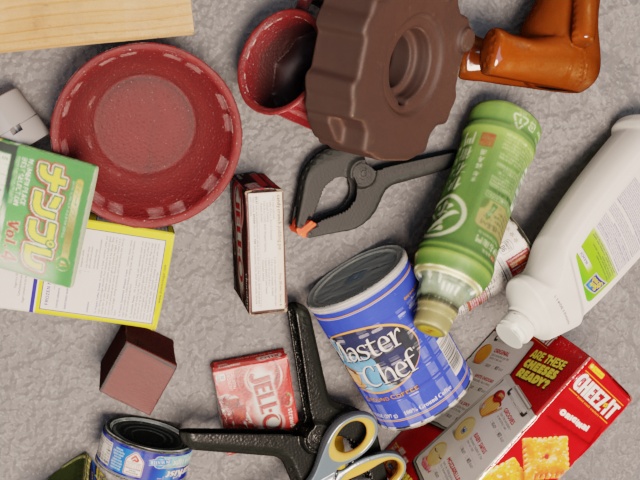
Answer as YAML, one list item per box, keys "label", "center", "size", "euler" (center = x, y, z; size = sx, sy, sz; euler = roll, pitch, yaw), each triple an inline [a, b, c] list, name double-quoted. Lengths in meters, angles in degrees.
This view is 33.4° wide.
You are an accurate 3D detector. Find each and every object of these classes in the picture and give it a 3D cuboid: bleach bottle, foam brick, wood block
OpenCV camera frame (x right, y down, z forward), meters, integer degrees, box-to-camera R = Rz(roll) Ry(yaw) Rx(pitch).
- label: "bleach bottle"
  center: [0.244, -0.002, 0.981]
  size: [0.250, 0.068, 0.102]
  euler: [-44, 114, -22]
- label: "foam brick"
  center: [-0.165, 0.112, 0.962]
  size: [0.053, 0.078, 0.051]
  euler: [28, 96, -14]
- label: "wood block"
  center: [-0.214, -0.205, 0.878]
  size: [0.206, 0.091, 0.090]
  euler: [-8, 103, -10]

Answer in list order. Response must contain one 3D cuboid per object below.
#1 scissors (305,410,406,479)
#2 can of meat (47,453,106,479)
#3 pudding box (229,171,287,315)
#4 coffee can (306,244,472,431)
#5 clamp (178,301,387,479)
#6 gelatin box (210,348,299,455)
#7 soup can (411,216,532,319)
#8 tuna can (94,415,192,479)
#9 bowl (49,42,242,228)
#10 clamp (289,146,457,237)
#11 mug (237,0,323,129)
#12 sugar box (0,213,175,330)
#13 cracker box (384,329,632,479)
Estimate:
- label: "scissors"
  center: [-0.018, 0.217, 0.971]
  size: [0.201, 0.016, 0.096]
  euler: [-14, 104, -14]
- label: "can of meat"
  center: [-0.210, 0.253, 0.971]
  size: [0.057, 0.102, 0.084]
  euler: [-33, 104, -3]
- label: "pudding box"
  center: [-0.056, 0.001, 0.953]
  size: [0.039, 0.090, 0.113]
  euler: [-6, 103, -11]
- label: "coffee can"
  center: [0.065, 0.090, 0.990]
  size: [0.103, 0.103, 0.140]
  euler: [-31, 106, -4]
- label: "clamp"
  center: [-0.019, 0.184, 0.993]
  size: [0.164, 0.036, 0.210]
  euler: [-42, 107, -12]
- label: "gelatin box"
  center: [-0.062, 0.153, 1.015]
  size: [0.073, 0.030, 0.089]
  euler: [-10, 104, -9]
- label: "soup can"
  center: [0.145, 0.025, 1.010]
  size: [0.102, 0.068, 0.068]
  euler: [-31, 106, -4]
- label: "tuna can"
  center: [-0.160, 0.191, 0.975]
  size: [0.086, 0.086, 0.034]
  euler: [13, 97, -14]
- label: "bowl"
  center: [-0.151, -0.095, 0.927]
  size: [0.162, 0.055, 0.162]
  euler: [-4, 110, -11]
- label: "clamp"
  center: [0.045, -0.062, 0.988]
  size: [0.120, 0.039, 0.171]
  euler: [37, 90, -11]
- label: "mug"
  center: [-0.009, -0.154, 0.924]
  size: [0.081, 0.093, 0.117]
  euler: [18, 77, -51]
- label: "sugar box"
  center: [-0.224, 0.020, 0.948]
  size: [0.176, 0.048, 0.093]
  euler: [10, 99, -9]
- label: "cracker box"
  center: [0.165, 0.180, 0.998]
  size: [0.072, 0.164, 0.214]
  euler: [42, 91, -18]
